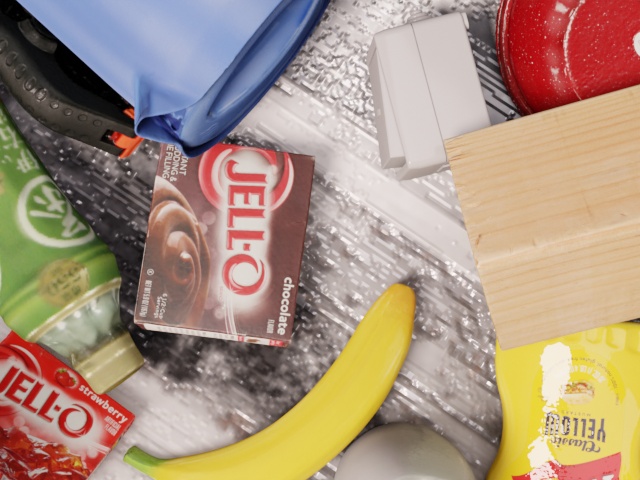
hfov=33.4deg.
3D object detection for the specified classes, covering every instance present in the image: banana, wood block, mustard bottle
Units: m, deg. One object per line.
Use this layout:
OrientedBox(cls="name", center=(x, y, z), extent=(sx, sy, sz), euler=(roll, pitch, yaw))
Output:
OrientedBox(cls="banana", center=(-0.016, 0.102, 0.619), extent=(0.197, 0.037, 0.069), euler=(-31, 88, -4))
OrientedBox(cls="wood block", center=(0.180, -0.023, 0.562), extent=(0.206, 0.090, 0.091), euler=(-15, 52, 9))
OrientedBox(cls="mustard bottle", center=(0.142, 0.139, 0.610), extent=(0.096, 0.058, 0.191), euler=(5, 87, 12))

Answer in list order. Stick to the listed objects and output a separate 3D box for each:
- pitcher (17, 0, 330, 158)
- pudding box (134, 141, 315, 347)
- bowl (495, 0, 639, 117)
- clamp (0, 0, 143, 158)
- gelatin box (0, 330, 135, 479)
OrientedBox(cls="pitcher", center=(-0.111, -0.174, 0.578), extent=(0.243, 0.149, 0.145), euler=(40, 103, 3))
OrientedBox(cls="pudding box", center=(-0.054, 0.001, 0.619), extent=(0.090, 0.039, 0.113), euler=(7, 81, -1))
OrientedBox(cls="bowl", center=(0.181, -0.114, 0.601), extent=(0.162, 0.055, 0.162), euler=(3, 109, 7))
OrientedBox(cls="clamp", center=(-0.171, -0.110, 0.598), extent=(0.171, 0.120, 0.039), euler=(45, 128, 0))
OrientedBox(cls="gelatin box", center=(-0.163, 0.104, 0.602), extent=(0.089, 0.030, 0.073), euler=(37, 55, 0))
